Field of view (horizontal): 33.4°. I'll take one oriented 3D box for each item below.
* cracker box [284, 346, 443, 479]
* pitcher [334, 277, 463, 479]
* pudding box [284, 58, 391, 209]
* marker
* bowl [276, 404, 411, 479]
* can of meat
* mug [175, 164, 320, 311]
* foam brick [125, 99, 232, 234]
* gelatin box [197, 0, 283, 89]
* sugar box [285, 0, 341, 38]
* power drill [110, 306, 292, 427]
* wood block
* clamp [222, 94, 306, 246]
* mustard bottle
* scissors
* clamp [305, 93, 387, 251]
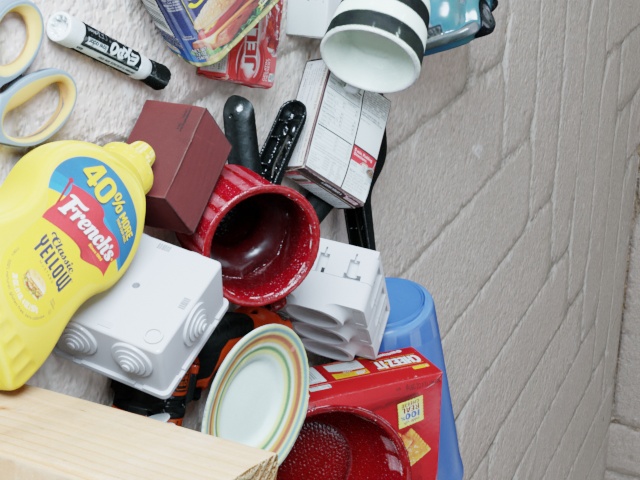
[{"bbox_3d":[0.029,0.222,1.023,0.164,0.072,0.214,-8,111,-23],"label":"cracker box"},{"bbox_3d":[0.077,0.159,1.152,0.144,0.149,0.243,-35,128,-37],"label":"pitcher"},{"bbox_3d":[0.014,-0.096,0.967,0.089,0.039,0.113,30,66,-41],"label":"pudding box"},{"bbox_3d":[-0.134,-0.121,0.697,0.121,0.020,0.020,18,83,-65],"label":"marker"},{"bbox_3d":[-0.005,0.208,0.925,0.162,0.055,0.162,-5,106,-19],"label":"bowl"},{"bbox_3d":[-0.076,-0.182,0.730,0.102,0.057,0.084,-47,149,-13],"label":"can of meat"},{"bbox_3d":[-0.055,0.001,0.801,0.093,0.082,0.117,-32,122,-15],"label":"mug"},{"bbox_3d":[-0.105,-0.051,0.747,0.078,0.053,0.051,-68,153,-23],"label":"foam brick"},{"bbox_3d":[-0.059,-0.165,0.827,0.073,0.030,0.089,-4,103,-64],"label":"gelatin box"},{"bbox_3d":[0.030,-0.234,0.975,0.176,0.048,0.093,-26,123,-62],"label":"sugar box"},{"bbox_3d":[-0.094,0.118,0.833,0.187,0.057,0.184,10,94,-66],"label":"power drill"},{"bbox_3d":[-0.136,0.143,0.573,0.090,0.206,0.091,-15,113,-63],"label":"wood block"},{"bbox_3d":[-0.050,-0.042,0.887,0.120,0.039,0.171,-22,125,-56],"label":"clamp"},{"bbox_3d":[-0.158,-0.005,0.644,0.191,0.058,0.096,-54,129,-45],"label":"mustard bottle"},{"bbox_3d":[-0.202,-0.072,0.577,0.201,0.016,0.096,-38,131,-55],"label":"scissors"},{"bbox_3d":[0.032,-0.057,1.050,0.164,0.036,0.210,39,62,-53],"label":"clamp"}]
